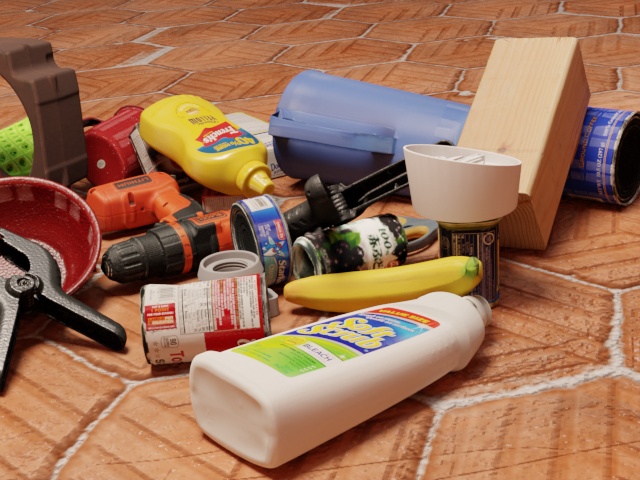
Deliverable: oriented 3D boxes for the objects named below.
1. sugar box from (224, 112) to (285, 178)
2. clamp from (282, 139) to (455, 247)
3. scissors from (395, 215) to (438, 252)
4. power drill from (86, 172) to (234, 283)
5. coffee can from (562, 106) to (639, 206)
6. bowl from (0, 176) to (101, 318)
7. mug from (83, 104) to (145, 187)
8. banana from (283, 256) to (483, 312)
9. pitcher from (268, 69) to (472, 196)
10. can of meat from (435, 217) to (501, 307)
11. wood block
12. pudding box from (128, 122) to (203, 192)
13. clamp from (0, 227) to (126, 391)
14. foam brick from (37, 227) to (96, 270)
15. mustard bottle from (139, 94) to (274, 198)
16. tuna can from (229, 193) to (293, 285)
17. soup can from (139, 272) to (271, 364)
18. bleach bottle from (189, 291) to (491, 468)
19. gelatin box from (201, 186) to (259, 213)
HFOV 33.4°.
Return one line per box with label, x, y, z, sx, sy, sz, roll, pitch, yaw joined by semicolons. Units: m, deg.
sugar box;-0.096;-0.123;1.386;0.093;0.048;0.176;-16;28;-28
clamp;0.025;-0.038;1.012;0.164;0.036;0.210;-18;-9;-26
scissors;0.121;-0.021;1.125;0.201;0.016;0.096;-20;26;-34
power drill;-0.171;-0.013;1.107;0.184;0.057;0.188;-14;26;-33
coffee can;0.276;-0.099;1.174;0.141;0.103;0.102;12;27;36
bowl;-0.284;0.017;0.997;0.162;0.055;0.162;4;52;-5
mug;-0.260;-0.119;1.333;0.117;0.093;0.081;33;38;13
banana;0.063;0.036;0.917;0.198;0.037;0.069;-12;-30;35
pitcher;0.068;-0.115;1.224;0.243;0.145;0.149;14;55;33
can of meat;0.133;0.005;0.962;0.057;0.084;0.102;-2;22;6
wood block;0.201;-0.101;1.078;0.091;0.090;0.206;5;55;29
pudding box;-0.165;-0.108;1.296;0.113;0.090;0.039;-20;-9;-31
clamp;-0.243;0.050;0.917;0.120;0.039;0.171;-6;49;-30
foam brick;-0.262;-0.001;1.095;0.051;0.053;0.078;-10;23;-14
mustard bottle;-0.116;-0.100;1.199;0.096;0.058;0.192;-16;40;-38
tuna can;-0.057;0.001;1.006;0.033;0.086;0.086;-14;23;-19
soup can;-0.093;0.065;0.876;0.102;0.068;0.068;-5;21;-1
bleach bottle;0.031;0.087;0.805;0.250;0.068;0.103;-19;26;-38
gelatin box;-0.097;-0.056;1.236;0.073;0.030;0.089;-3;22;0
